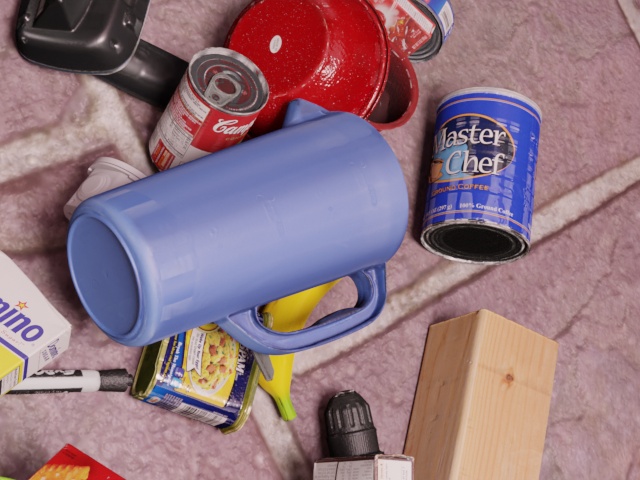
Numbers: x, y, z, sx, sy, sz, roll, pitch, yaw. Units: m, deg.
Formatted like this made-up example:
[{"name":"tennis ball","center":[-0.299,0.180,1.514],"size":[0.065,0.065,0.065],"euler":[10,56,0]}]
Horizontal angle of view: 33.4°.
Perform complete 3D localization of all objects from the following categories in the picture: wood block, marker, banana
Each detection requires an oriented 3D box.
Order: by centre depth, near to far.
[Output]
[{"name":"marker","center":[-0.200,0.106,0.805],"size":[0.120,0.020,0.020],"euler":[3,74,-30]},{"name":"banana","center":[-0.011,0.056,0.924],"size":[0.069,0.037,0.197],"euler":[48,57,-32]},{"name":"wood block","center":[0.135,0.178,0.939],"size":[0.090,0.090,0.206],"euler":[25,65,-21]}]

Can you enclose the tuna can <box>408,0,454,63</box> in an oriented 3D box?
[{"name":"tuna can","center":[0.085,-0.215,1.029],"size":[0.086,0.086,0.033],"euler":[40,58,-14]}]

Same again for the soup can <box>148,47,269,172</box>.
[{"name":"soup can","center":[-0.093,-0.098,0.871],"size":[0.068,0.102,0.068],"euler":[16,50,-21]}]

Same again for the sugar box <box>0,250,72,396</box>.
[{"name":"sugar box","center":[-0.271,0.085,0.741],"size":[0.093,0.048,0.176],"euler":[44,58,11]}]

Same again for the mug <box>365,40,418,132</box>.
[{"name":"mug","center":[0.022,-0.141,0.973],"size":[0.093,0.082,0.117],"euler":[-39,97,-33]}]

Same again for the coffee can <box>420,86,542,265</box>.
[{"name":"coffee can","center":[0.153,-0.060,1.012],"size":[0.102,0.103,0.140],"euler":[20,67,-24]}]

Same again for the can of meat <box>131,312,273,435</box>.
[{"name":"can of meat","center":[-0.094,0.092,0.850],"size":[0.083,0.058,0.102],"euler":[23,64,-20]}]

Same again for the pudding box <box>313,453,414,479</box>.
[{"name":"pudding box","center":[0.030,0.218,0.797],"size":[0.039,0.090,0.113],"euler":[9,74,-31]}]

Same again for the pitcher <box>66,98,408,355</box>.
[{"name":"pitcher","center":[-0.055,0.001,0.792],"size":[0.242,0.145,0.149],"euler":[-21,45,-39]}]

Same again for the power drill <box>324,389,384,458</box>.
[{"name":"power drill","center":[-0.020,0.221,0.853],"size":[0.187,0.057,0.184],"euler":[-5,78,-31]}]

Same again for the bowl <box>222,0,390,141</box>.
[{"name":"bowl","center":[-0.025,-0.155,0.903],"size":[0.055,0.162,0.162],"euler":[27,55,-64]}]

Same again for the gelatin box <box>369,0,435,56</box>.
[{"name":"gelatin box","center":[0.050,-0.194,1.001],"size":[0.073,0.089,0.030],"euler":[41,38,-15]}]
